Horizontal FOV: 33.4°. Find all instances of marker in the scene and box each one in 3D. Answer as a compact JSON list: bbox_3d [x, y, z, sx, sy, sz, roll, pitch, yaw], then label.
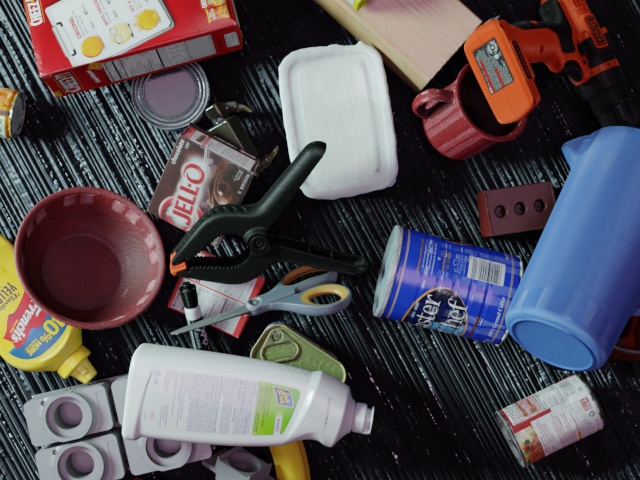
[{"bbox_3d":[-0.135,0.098,1.171,0.020,0.020,0.121,-11,117,-2],"label":"marker"}]

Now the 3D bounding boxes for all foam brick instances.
[{"bbox_3d":[0.218,-0.035,1.189,0.078,0.051,0.053,-9,90,-1],"label":"foam brick"}]

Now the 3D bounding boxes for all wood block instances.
[{"bbox_3d":[0.064,-0.266,1.163,0.206,0.090,0.091,41,89,-1],"label":"wood block"}]

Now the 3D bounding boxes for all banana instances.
[{"bbox_3d":[-0.045,0.255,1.195,0.070,0.037,0.198,-18,88,26],"label":"banana"}]

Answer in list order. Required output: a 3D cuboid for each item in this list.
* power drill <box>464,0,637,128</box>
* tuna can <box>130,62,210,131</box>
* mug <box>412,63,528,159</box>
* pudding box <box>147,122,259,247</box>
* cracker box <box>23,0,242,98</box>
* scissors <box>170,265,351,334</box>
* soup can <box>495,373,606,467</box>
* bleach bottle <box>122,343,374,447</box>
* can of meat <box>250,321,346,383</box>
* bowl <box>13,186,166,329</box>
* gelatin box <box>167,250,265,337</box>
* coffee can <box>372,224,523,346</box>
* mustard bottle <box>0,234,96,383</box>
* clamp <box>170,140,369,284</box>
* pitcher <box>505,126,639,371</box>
[{"bbox_3d":[0.250,-0.180,1.140,0.187,0.057,0.184,-20,82,-41],"label":"power drill"},{"bbox_3d":[-0.166,-0.164,1.185,0.086,0.034,0.086,0,91,-2],"label":"tuna can"},{"bbox_3d":[0.154,-0.139,1.154,0.117,0.082,0.093,7,71,-25],"label":"mug"},{"bbox_3d":[-0.127,-0.059,1.161,0.090,0.039,0.114,27,122,-2],"label":"pudding box"},{"bbox_3d":[-0.205,-0.261,1.149,0.213,0.072,0.164,-15,73,-1],"label":"cracker box"},{"bbox_3d":[-0.052,0.075,1.141,0.201,0.096,0.016,-28,129,-30],"label":"scissors"},{"bbox_3d":[0.255,0.199,1.184,0.102,0.068,0.068,-26,91,-2],"label":"soup can"},{"bbox_3d":[-0.072,0.173,1.100,0.251,0.068,0.102,9,101,2],"label":"bleach bottle"},{"bbox_3d":[-0.025,0.132,1.167,0.102,0.084,0.057,34,90,-2],"label":"can of meat"},{"bbox_3d":[-0.252,0.025,1.156,0.162,0.055,0.162,9,67,-21],"label":"bowl"},{"bbox_3d":[-0.116,0.057,1.191,0.089,0.030,0.073,24,91,-2],"label":"gelatin box"},{"bbox_3d":[0.137,0.049,1.162,0.140,0.103,0.103,14,90,-2],"label":"coffee can"},{"bbox_3d":[-0.321,0.087,1.171,0.191,0.058,0.096,43,78,-2],"label":"mustard bottle"},{"bbox_3d":[-0.058,0.001,1.145,0.210,0.036,0.164,-24,118,8],"label":"clamp"},{"bbox_3d":[0.297,0.015,1.103,0.145,0.149,0.242,48,62,-34],"label":"pitcher"}]
